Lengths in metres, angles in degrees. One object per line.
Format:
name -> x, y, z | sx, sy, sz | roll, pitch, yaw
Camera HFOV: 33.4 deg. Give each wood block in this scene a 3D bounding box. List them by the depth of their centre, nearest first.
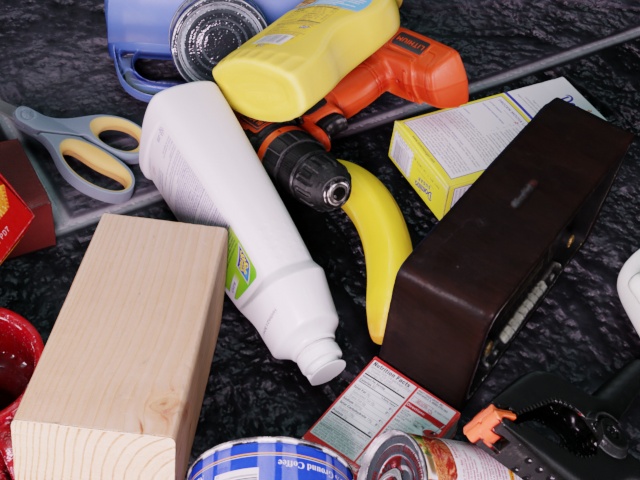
wood block -> -0.119, 0.079, 0.676 | 0.091, 0.090, 0.206 | 7, 34, -1

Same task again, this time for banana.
banana -> 0.034, -0.005, 0.838 | 0.069, 0.037, 0.198 | -32, 51, 3

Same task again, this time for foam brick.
foam brick -> -0.241, -0.030, 0.815 | 0.051, 0.053, 0.078 | -20, 55, -22

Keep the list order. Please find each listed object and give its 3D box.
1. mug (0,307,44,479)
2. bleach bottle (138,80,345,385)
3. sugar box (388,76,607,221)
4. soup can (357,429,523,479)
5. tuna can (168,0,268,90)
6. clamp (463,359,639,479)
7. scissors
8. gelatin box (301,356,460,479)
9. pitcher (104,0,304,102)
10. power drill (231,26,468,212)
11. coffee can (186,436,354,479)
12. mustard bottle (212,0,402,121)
mug -> -0.211, 0.109, 0.675 | 0.093, 0.081, 0.117 | -28, 57, -28
bleach bottle -> -0.055, 0.001, 0.791 | 0.068, 0.103, 0.251 | -18, 60, -25
sugar box -> 0.157, -0.080, 0.910 | 0.176, 0.048, 0.093 | -14, 49, -22
soup can -> 0.082, 0.156, 0.653 | 0.102, 0.069, 0.068 | 15, 42, -30
tuna can -> -0.084, -0.165, 0.892 | 0.086, 0.086, 0.034 | -2, 22, -8
clamp -> 0.180, 0.139, 0.675 | 0.209, 0.036, 0.164 | 11, 43, -38
scissors -> -0.224, -0.104, 0.880 | 0.202, 0.016, 0.096 | 38, 46, 9
gelatin box -> 0.041, 0.131, 0.719 | 0.073, 0.030, 0.089 | 31, 52, 21
pitcher -> -0.071, -0.210, 0.956 | 0.242, 0.149, 0.145 | 4, 33, -7
power drill -> 0.024, -0.101, 0.858 | 0.187, 0.057, 0.185 | -29, 37, -18
coffee can -> -0.029, 0.197, 0.603 | 0.102, 0.103, 0.140 | 3, 48, -4
mustard bottle -> 0.008, -0.168, 0.859 | 0.096, 0.058, 0.191 | 9, 42, 43
